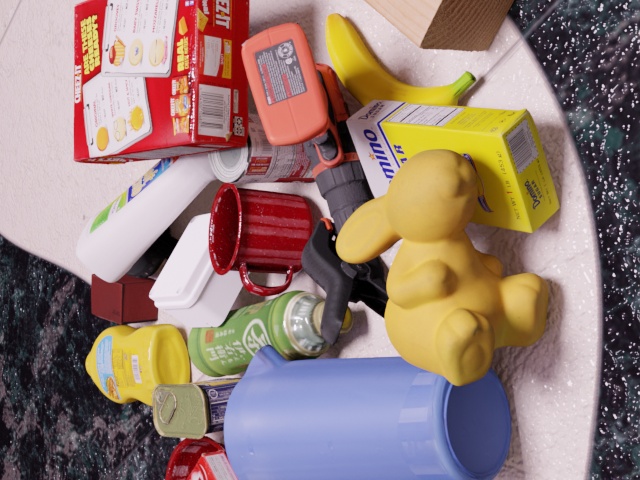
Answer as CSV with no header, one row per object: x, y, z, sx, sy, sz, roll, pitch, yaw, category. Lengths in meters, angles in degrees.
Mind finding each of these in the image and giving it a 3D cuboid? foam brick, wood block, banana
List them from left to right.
-0.243,0.071,1.322,0.078,0.051,0.053,13,103,49,foam brick
0.061,-0.147,0.966,0.198,0.037,0.070,34,99,41,banana
0.065,-0.252,0.895,0.206,0.090,0.090,47,126,31,wood block

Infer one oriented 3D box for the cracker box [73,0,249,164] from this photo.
-0.157,-0.163,1.032,0.214,0.071,0.164,-2,87,48,cracker box

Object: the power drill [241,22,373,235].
-0.004,-0.094,0.939,0.057,0.187,0.184,-21,73,8,power drill

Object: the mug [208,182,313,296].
-0.057,0.001,1.057,0.093,0.081,0.117,127,141,-49,mug

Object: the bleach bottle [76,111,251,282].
-0.162,-0.060,1.164,0.251,0.068,0.102,-40,18,26,bleach bottle

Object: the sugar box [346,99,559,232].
0.105,-0.064,0.882,0.177,0.048,0.093,9,131,47,sugar box

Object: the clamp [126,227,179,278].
-0.199,-0.022,1.274,0.210,0.036,0.164,-17,78,45,clamp

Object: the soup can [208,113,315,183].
-0.050,-0.089,1.045,0.069,0.102,0.068,5,97,49,soup can

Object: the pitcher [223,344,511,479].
0.044,0.172,0.936,0.243,0.149,0.145,-12,51,43,pitcher

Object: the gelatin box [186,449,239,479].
-0.108,0.275,1.108,0.089,0.030,0.073,55,130,31,gelatin box

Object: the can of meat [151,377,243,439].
-0.121,0.179,1.161,0.102,0.083,0.057,-9,86,49,can of meat

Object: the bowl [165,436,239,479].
-0.106,0.290,1.173,0.162,0.055,0.162,5,96,49,bowl

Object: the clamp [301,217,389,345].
0.023,0.040,0.961,0.172,0.120,0.039,49,121,41,clamp

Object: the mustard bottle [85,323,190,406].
-0.235,0.152,1.313,0.192,0.058,0.096,-7,93,49,mustard bottle
